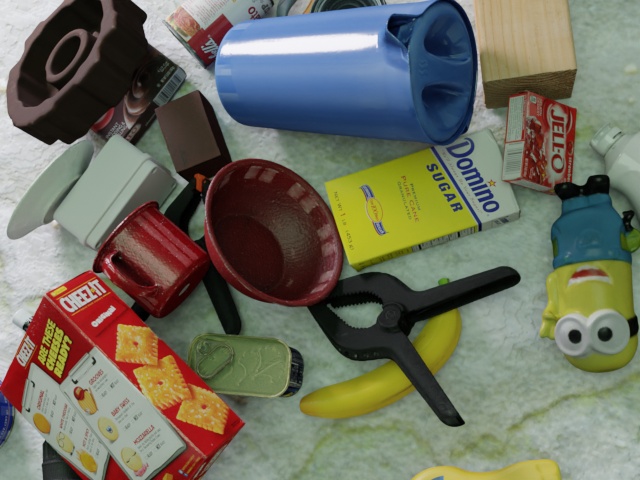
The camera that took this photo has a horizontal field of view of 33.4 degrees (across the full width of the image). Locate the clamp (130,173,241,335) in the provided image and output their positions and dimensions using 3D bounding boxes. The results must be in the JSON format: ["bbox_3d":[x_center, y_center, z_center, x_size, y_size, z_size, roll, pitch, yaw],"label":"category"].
[{"bbox_3d":[-0.123,0.020,1.102,0.120,0.039,0.171,15,89,9],"label":"clamp"}]

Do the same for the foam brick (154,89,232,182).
[{"bbox_3d":[-0.132,-0.107,1.119,0.053,0.051,0.078,-21,77,7],"label":"foam brick"}]

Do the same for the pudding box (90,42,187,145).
[{"bbox_3d":[-0.212,-0.163,1.150,0.090,0.039,0.113,38,88,16],"label":"pudding box"}]

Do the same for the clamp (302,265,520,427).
[{"bbox_3d":[0.082,0.072,1.030,0.210,0.036,0.164,20,68,33],"label":"clamp"}]

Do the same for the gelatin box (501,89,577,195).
[{"bbox_3d":[0.215,-0.095,1.043,0.030,0.073,0.089,-4,76,53],"label":"gelatin box"}]

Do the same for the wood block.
[{"bbox_3d":[0.196,-0.247,1.064,0.090,0.090,0.206,-7,79,9],"label":"wood block"}]

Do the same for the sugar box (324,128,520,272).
[{"bbox_3d":[0.102,-0.040,1.067,0.176,0.048,0.093,-19,77,8],"label":"sugar box"}]

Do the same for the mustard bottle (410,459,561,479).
[{"bbox_3d":[0.132,0.260,1.002,0.192,0.058,0.096,-6,78,10],"label":"mustard bottle"}]

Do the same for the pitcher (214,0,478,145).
[{"bbox_3d":[0.026,-0.157,1.040,0.243,0.144,0.149,6,116,35],"label":"pitcher"}]

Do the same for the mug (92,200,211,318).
[{"bbox_3d":[-0.166,0.024,1.035,0.081,0.117,0.093,40,111,7],"label":"mug"}]

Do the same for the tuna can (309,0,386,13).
[{"bbox_3d":[0.031,-0.229,1.120,0.086,0.033,0.086,-2,80,10],"label":"tuna can"}]

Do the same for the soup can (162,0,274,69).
[{"bbox_3d":[-0.108,-0.241,1.130,0.102,0.068,0.068,-42,76,0],"label":"soup can"}]

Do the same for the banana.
[{"bbox_3d":[0.071,0.124,1.051,0.198,0.037,0.070,-39,48,-1],"label":"banana"}]

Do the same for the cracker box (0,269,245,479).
[{"bbox_3d":[-0.195,0.159,1.028,0.214,0.072,0.164,44,129,10],"label":"cracker box"}]

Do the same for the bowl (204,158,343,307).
[{"bbox_3d":[-0.057,0.001,1.057,0.055,0.161,0.162,-36,71,44],"label":"bowl"}]

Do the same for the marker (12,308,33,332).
[{"bbox_3d":[-0.273,0.111,1.123,0.121,0.020,0.020,32,87,14],"label":"marker"}]

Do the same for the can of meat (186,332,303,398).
[{"bbox_3d":[-0.071,0.125,1.050,0.102,0.084,0.057,3,81,11],"label":"can of meat"}]
